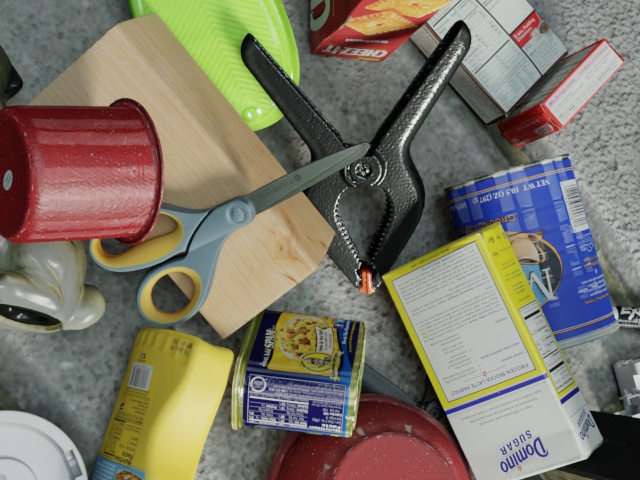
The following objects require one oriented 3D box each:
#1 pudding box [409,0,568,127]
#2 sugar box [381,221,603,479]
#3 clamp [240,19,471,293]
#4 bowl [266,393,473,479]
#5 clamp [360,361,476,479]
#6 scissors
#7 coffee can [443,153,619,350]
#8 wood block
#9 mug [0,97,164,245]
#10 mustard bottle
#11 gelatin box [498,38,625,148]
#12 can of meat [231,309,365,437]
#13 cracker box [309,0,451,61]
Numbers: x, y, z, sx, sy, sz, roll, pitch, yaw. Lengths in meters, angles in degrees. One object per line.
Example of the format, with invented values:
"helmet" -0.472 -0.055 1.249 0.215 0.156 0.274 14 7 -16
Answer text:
"pudding box" 0.137 -0.166 0.883 0.113 0.039 0.090 47 72 -6
"sugar box" 0.125 0.085 0.782 0.048 0.094 0.176 -22 85 -54
"clamp" 0.039 -0.063 0.791 0.164 0.036 0.210 -10 111 2
"bowl" 0.044 0.184 0.752 0.162 0.055 0.162 4 72 -13
"clamp" 0.072 0.131 0.825 0.120 0.039 0.171 -13 81 -13
"scissors" -0.055 0.001 0.699 0.202 0.016 0.096 -11 107 14
"coffee can" 0.164 0.014 0.834 0.102 0.103 0.140 -15 88 -20
"wood block" -0.092 -0.048 0.747 0.091 0.090 0.206 -37 98 18
"mug" -0.159 -0.047 0.655 0.081 0.117 0.093 -5 127 -38
"mustard bottle" -0.120 0.157 0.725 0.058 0.096 0.191 25 76 -33
"gelatin box" 0.197 -0.119 0.877 0.030 0.073 0.089 46 72 -8
"can of meat" -0.013 0.092 0.755 0.084 0.102 0.057 6 117 5
"cracker box" 0.049 -0.239 0.769 0.072 0.214 0.164 3 82 -17
